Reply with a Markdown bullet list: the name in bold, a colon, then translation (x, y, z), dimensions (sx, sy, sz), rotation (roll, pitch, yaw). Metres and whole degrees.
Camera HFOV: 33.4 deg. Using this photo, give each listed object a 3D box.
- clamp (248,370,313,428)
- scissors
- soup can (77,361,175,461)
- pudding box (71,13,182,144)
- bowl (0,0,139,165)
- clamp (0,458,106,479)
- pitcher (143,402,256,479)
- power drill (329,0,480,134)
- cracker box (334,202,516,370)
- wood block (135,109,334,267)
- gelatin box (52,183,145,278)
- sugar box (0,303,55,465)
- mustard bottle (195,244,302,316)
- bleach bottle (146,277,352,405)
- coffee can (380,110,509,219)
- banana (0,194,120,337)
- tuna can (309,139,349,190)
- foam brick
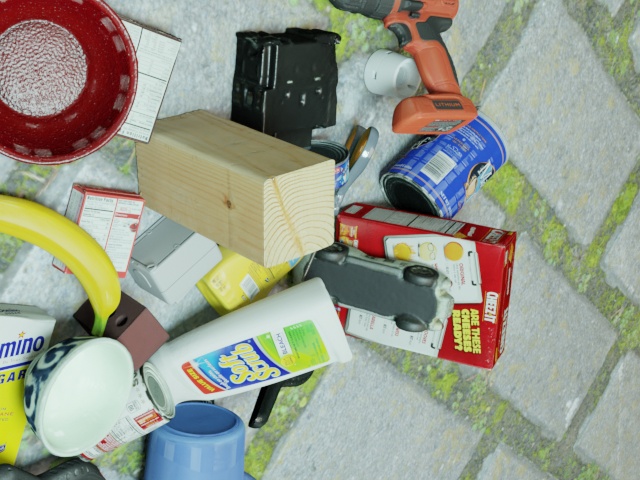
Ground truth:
- **clamp**: translation (-0.055, 0.155, 1.271), dimensions (0.171, 0.120, 0.039), rotation (-11, 160, -43)
- **scissors**: translation (0.025, -0.052, 1.244), dimensions (0.016, 0.096, 0.201), rotation (24, 68, -15)
- **soup can**: translation (-0.211, 0.178, 1.113), dimensions (0.102, 0.068, 0.068), rotation (-27, 133, 7)
- **pudding box**: translation (-0.193, -0.158, 1.033), dimensions (0.089, 0.039, 0.113), rotation (13, 100, -47)
- **bowl**: translation (-0.246, -0.150, 0.947), dimensions (0.161, 0.055, 0.162), rotation (-5, 105, -21)
- **clamp**: translation (-0.302, 0.273, 1.093), dimensions (0.165, 0.036, 0.209), rotation (-45, 161, 17)
- **pitcher**: translation (-0.140, 0.316, 1.238), dimensions (0.149, 0.145, 0.243), rotation (-43, 141, -71)
- **power drill**: translation (0.100, -0.217, 1.222), dimensions (0.184, 0.057, 0.187), rotation (-4, 75, -35)
- **cracker box**: translation (0.125, 0.053, 1.317), dimensions (0.072, 0.214, 0.164), rotation (-38, 135, -59)
- **wood block**: translation (-0.088, -0.056, 1.058), dimensions (0.090, 0.206, 0.091), rotation (-20, 122, -38)
- **gelatin box**: translation (-0.223, -0.009, 1.076), dimensions (0.073, 0.030, 0.089), rotation (6, 104, -45)
- **sugar box**: translation (-0.326, 0.149, 1.033), dimensions (0.093, 0.048, 0.176), rotation (8, 104, -50)
- **mustard bottle**: translation (-0.058, 0.001, 1.225), dimensions (0.191, 0.058, 0.096), rotation (-48, 136, -18)
- **bleach bottle**: translation (-0.098, 0.131, 1.180), dimensions (0.251, 0.068, 0.102), rotation (-22, 123, -2)
- **coffee can**: translation (0.160, -0.092, 1.368), dimensions (0.140, 0.103, 0.102), rotation (-45, 134, -21)
- **banana**: translation (-0.253, 0.011, 1.015), dimensions (0.069, 0.037, 0.197), rotation (-50, 118, -14)
- **tuna can**: translation (-0.010, -0.084, 1.214), dimensions (0.085, 0.086, 0.034), rotation (-24, 125, -36)
- **foam brick**: translation (-0.206, 0.089, 1.103), dimensions (0.053, 0.078, 0.051), rotation (-47, 136, -19)
